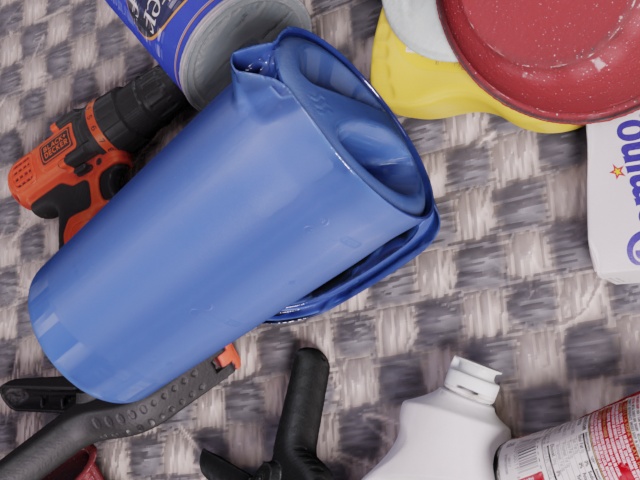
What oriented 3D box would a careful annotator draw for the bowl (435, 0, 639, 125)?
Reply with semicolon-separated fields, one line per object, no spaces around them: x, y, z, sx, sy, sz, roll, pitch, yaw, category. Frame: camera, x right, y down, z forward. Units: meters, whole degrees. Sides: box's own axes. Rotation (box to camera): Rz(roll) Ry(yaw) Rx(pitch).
0.123;-0.136;0.545;0.162;0.055;0.162;8;107;28;bowl

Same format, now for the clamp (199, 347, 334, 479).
-0.020;0.143;0.654;0.120;0.039;0.172;-57;30;13;clamp

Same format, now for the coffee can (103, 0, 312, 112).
-0.086;-0.169;0.761;0.103;0.102;0.140;-51;56;15;coffee can

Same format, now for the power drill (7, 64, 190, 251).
-0.151;-0.022;0.805;0.185;0.057;0.188;-31;62;26;power drill

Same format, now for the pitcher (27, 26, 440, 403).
-0.054;0.001;0.650;0.243;0.144;0.149;-37;88;23;pitcher

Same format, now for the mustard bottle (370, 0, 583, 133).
0.124;-0.113;0.628;0.192;0.058;0.096;12;85;37;mustard bottle

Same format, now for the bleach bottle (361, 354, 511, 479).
0.041;0.186;0.618;0.103;0.068;0.251;20;89;35;bleach bottle

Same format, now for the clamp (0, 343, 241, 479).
-0.157;0.111;0.756;0.210;0.036;0.164;-26;23;1;clamp
